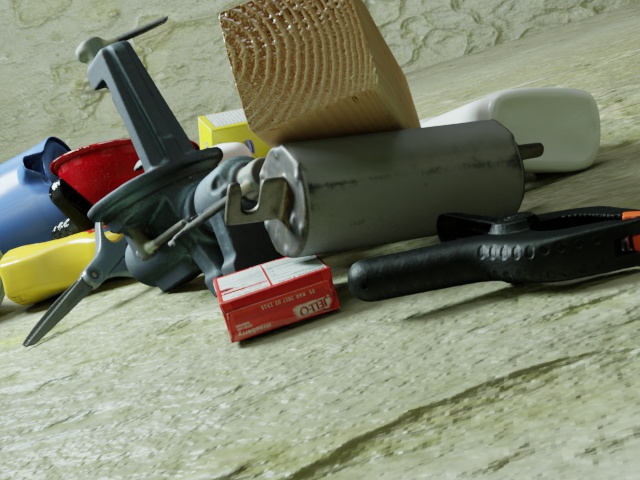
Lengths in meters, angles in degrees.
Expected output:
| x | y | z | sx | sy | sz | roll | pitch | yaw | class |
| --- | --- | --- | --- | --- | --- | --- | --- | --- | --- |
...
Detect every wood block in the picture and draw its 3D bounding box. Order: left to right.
| x | y | z | sx | sy | sz | roll | pitch | yaw | class |
| --- | --- | --- | --- | --- | --- | --- | --- | --- | --- |
| 0.011 | -0.102 | 0.773 | 0.091 | 0.090 | 0.206 | -19 | -15 | 11 | wood block |

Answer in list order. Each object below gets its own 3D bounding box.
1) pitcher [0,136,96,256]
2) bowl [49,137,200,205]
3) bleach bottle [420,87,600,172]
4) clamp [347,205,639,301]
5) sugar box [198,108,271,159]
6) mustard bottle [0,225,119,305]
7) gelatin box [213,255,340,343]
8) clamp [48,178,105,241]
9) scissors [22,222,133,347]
| x | y | z | sx | sy | sz | roll | pitch | yaw | class |
| --- | --- | --- | --- | --- | --- | --- | --- | --- | --- |
| -0.378 | -0.008 | 1.247 | 0.243 | 0.149 | 0.145 | -24 | 18 | 8 | pitcher |
| -0.206 | -0.063 | 1.148 | 0.162 | 0.055 | 0.162 | -10 | -8 | -2 | bowl |
| 0.146 | -0.090 | 0.960 | 0.102 | 0.068 | 0.251 | 0 | 1 | -14 | bleach bottle |
| 0.112 | 0.001 | 0.615 | 0.172 | 0.039 | 0.120 | -5 | 20 | 29 | clamp |
| -0.036 | -0.097 | 1.111 | 0.176 | 0.093 | 0.048 | -14 | 34 | -20 | sugar box |
| -0.208 | 0.011 | 1.041 | 0.192 | 0.058 | 0.096 | -16 | -1 | 7 | mustard bottle |
| -0.030 | 0.035 | 0.700 | 0.073 | 0.030 | 0.089 | -18 | 10 | -6 | gelatin box |
| -0.230 | -0.017 | 1.102 | 0.164 | 0.036 | 0.210 | 4 | -22 | -37 | clamp |
| -0.181 | 0.037 | 0.937 | 0.016 | 0.096 | 0.201 | -42 | 23 | 42 | scissors |
